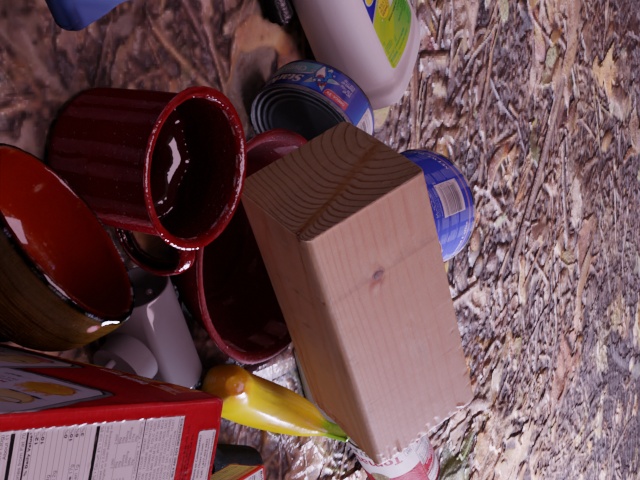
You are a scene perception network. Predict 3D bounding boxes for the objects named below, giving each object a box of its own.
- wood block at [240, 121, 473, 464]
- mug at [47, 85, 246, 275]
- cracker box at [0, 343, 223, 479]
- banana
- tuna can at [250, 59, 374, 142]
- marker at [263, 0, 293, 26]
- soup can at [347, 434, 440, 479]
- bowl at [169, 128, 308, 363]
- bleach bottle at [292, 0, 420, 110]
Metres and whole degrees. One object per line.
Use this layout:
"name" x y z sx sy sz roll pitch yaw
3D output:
"wood block" 0.029 0.039 0.718 0.090 0.090 0.206 -31 130 -18
"mug" -0.101 -0.035 0.625 0.093 0.082 0.117 -36 128 -49
"cracker box" -0.171 0.089 0.463 0.213 0.164 0.072 9 89 -60
"banana" -0.043 0.115 0.775 0.197 0.070 0.037 36 56 -60
"tuna can" -0.005 -0.087 0.766 0.033 0.086 0.086 -58 143 -35
"marker" -0.043 -0.200 0.734 0.020 0.020 0.121 -57 143 -33
"soup can" 0.066 0.190 0.983 0.068 0.069 0.102 -60 144 -30
"bowl" -0.055 0.001 0.738 0.161 0.055 0.162 -24 119 -54
"bleach bottle" 0.001 -0.213 0.761 0.250 0.068 0.102 59 40 -46
